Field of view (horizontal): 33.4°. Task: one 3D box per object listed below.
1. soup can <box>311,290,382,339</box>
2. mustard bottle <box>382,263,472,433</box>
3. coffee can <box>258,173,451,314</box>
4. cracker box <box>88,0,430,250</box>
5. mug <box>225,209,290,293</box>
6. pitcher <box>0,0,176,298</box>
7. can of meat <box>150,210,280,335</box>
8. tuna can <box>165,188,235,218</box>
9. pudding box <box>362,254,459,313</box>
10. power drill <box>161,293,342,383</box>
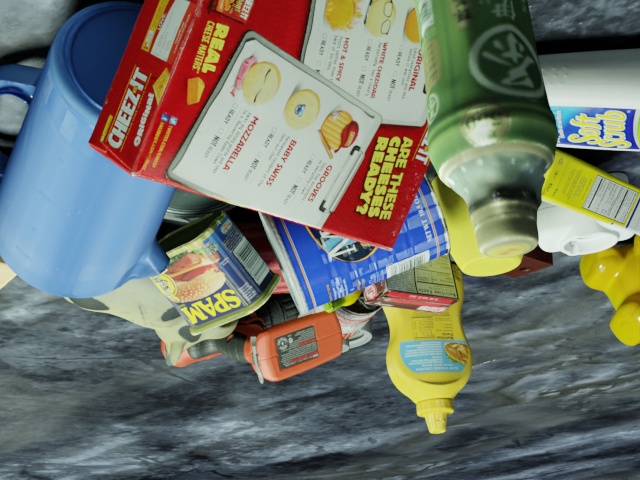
[{"bbox_3d":[0.032,0.068,1.219,0.068,0.068,0.102,1,158,-14],"label":"soup can"},{"bbox_3d":[0.121,0.121,1.203,0.096,0.191,0.058,1,158,-14],"label":"mustard bottle"},{"bbox_3d":[0.028,-0.009,0.927,0.140,0.103,0.103,-22,159,-4],"label":"coffee can"},{"bbox_3d":[-0.015,-0.098,0.668,0.213,0.164,0.072,15,-169,-42],"label":"cracker box"},{"bbox_3d":[-0.057,0.001,1.023,0.081,0.093,0.117,-5,128,13],"label":"mug"},{"bbox_3d":[-0.169,-0.067,0.777,0.149,0.145,0.243,-8,158,-27],"label":"pitcher"},{"bbox_3d":[-0.101,0.028,0.962,0.102,0.057,0.084,-23,112,38],"label":"can of meat"},{"bbox_3d":[-0.113,-0.051,0.933,0.086,0.034,0.086,-4,159,-2],"label":"tuna can"},{"bbox_3d":[0.079,0.010,1.021,0.089,0.113,0.039,10,151,-33],"label":"pudding box"},{"bbox_3d":[-0.060,0.103,1.185,0.184,0.057,0.188,-19,-169,-35],"label":"power drill"}]
